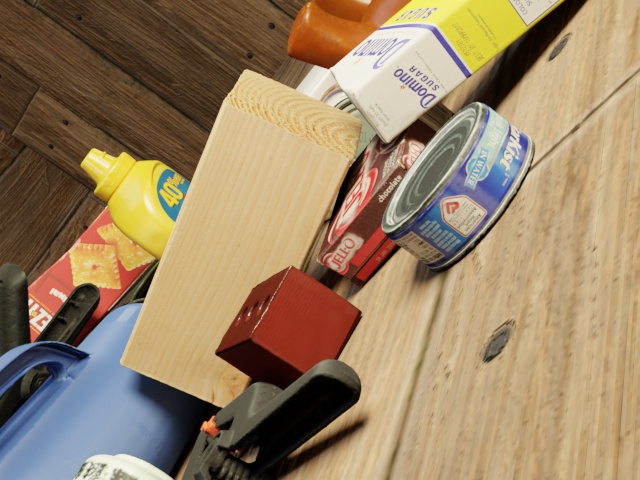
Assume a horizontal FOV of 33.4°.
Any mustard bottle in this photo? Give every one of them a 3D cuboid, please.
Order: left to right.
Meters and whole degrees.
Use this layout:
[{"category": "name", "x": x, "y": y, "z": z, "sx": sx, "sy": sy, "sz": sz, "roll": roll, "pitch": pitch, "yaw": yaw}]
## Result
[{"category": "mustard bottle", "x": -0.107, "y": -0.010, "z": 0.850, "sx": 0.058, "sy": 0.191, "sz": 0.096, "roll": -50, "pitch": 11, "yaw": 23}]

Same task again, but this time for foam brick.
[{"category": "foam brick", "x": -0.021, "y": 0.056, "z": 0.640, "sx": 0.053, "sy": 0.051, "sz": 0.078, "roll": -59, "pitch": 11, "yaw": -23}]

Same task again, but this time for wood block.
[{"category": "wood block", "x": -0.055, "y": 0.001, "z": 0.739, "sx": 0.090, "sy": 0.091, "sz": 0.206, "roll": -75, "pitch": 9, "yaw": -66}]

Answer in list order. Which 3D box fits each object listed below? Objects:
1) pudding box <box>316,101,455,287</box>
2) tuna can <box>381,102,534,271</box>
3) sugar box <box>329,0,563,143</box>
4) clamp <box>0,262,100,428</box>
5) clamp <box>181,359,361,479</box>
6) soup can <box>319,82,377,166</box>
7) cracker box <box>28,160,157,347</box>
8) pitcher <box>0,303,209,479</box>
[{"category": "pudding box", "x": 0.044, "y": -0.036, "z": 0.679, "sx": 0.090, "sy": 0.039, "sz": 0.113, "roll": -50, "pitch": 10, "yaw": 32}, {"category": "tuna can", "x": 0.069, "y": -0.029, "z": 0.550, "sx": 0.086, "sy": 0.033, "sz": 0.086, "roll": -52, "pitch": 10, "yaw": 13}, {"category": "sugar box", "x": 0.089, "y": -0.139, "z": 0.653, "sx": 0.176, "sy": 0.048, "sz": 0.093, "roll": -37, "pitch": 19, "yaw": 6}, {"category": "clamp", "x": -0.224, "y": 0.101, "z": 0.828, "sx": 0.120, "sy": 0.039, "sz": 0.171, "roll": 7, "pitch": -80, "yaw": -61}, {"category": "clamp", "x": -0.051, "y": 0.132, "z": 0.569, "sx": 0.164, "sy": 0.036, "sz": 0.210, "roll": -56, "pitch": 8, "yaw": -10}, {"category": "soup can", "x": 0.031, "y": -0.086, "z": 0.821, "sx": 0.068, "sy": 0.068, "sz": 0.102, "roll": -53, "pitch": 11, "yaw": 10}, {"category": "cracker box", "x": -0.220, "y": 0.041, "z": 0.989, "sx": 0.213, "sy": 0.072, "sz": 0.164, "roll": -50, "pitch": 7, "yaw": -34}, {"category": "pitcher", "x": -0.175, "y": 0.149, "z": 0.774, "sx": 0.242, "sy": 0.145, "sz": 0.149, "roll": -57, "pitch": -7, "yaw": -47}]
